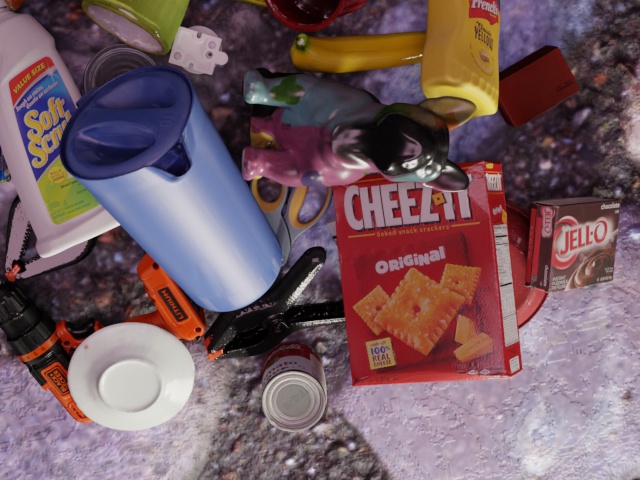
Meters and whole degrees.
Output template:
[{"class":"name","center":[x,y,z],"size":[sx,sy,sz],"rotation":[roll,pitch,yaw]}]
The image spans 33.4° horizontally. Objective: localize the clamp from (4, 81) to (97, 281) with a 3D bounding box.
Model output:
[{"class":"clamp","center":[-0.248,-0.036,1.110],"size":[0.164,0.036,0.210],"rotation":[33,95,-7]}]

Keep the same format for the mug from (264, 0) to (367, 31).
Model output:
[{"class":"mug","center":[0.011,-0.255,1.012],"size":[0.117,0.081,0.093],"rotation":[-21,97,33]}]

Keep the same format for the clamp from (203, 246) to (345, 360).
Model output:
[{"class":"clamp","center":[-0.047,0.070,1.110],"size":[0.171,0.039,0.120],"rotation":[-23,131,-2]}]

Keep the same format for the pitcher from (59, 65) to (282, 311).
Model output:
[{"class":"pitcher","center":[-0.135,-0.043,1.018],"size":[0.145,0.149,0.242],"rotation":[-12,140,17]}]

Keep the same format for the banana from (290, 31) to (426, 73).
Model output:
[{"class":"banana","center":[0.043,-0.187,1.061],"size":[0.197,0.070,0.037],"rotation":[-10,99,-34]}]

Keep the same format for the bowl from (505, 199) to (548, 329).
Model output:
[{"class":"bowl","center":[0.173,0.036,1.128],"size":[0.162,0.055,0.162],"rotation":[0,101,-2]}]

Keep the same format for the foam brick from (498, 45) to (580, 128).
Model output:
[{"class":"foam brick","center":[0.216,-0.158,1.092],"size":[0.078,0.051,0.053],"rotation":[-30,101,4]}]

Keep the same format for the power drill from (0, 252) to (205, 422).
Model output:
[{"class":"power drill","center":[-0.229,0.082,1.112],"size":[0.188,0.057,0.184],"rotation":[-30,115,6]}]

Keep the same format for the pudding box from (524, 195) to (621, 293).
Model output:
[{"class":"pudding box","center":[0.261,0.002,1.103],"size":[0.113,0.039,0.090],"rotation":[-8,106,-42]}]

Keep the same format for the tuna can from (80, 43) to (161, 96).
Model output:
[{"class":"tuna can","center":[-0.198,-0.154,1.076],"size":[0.086,0.034,0.086],"rotation":[1,85,-15]}]

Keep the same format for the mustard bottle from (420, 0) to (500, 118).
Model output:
[{"class":"mustard bottle","center":[0.142,-0.224,1.050],"size":[0.096,0.058,0.191],"rotation":[23,66,-45]}]

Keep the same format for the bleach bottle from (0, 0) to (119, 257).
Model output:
[{"class":"bleach bottle","center":[-0.278,-0.117,1.042],"size":[0.102,0.068,0.251],"rotation":[-27,97,-22]}]

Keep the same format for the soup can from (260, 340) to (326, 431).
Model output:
[{"class":"soup can","center":[-0.029,0.152,1.120],"size":[0.068,0.102,0.068],"rotation":[0,101,-2]}]

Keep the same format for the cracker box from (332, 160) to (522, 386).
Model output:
[{"class":"cracker box","center":[0.105,0.034,1.068],"size":[0.164,0.072,0.214],"rotation":[-6,90,23]}]

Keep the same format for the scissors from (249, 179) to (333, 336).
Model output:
[{"class":"scissors","center":[-0.057,0.001,1.133],"size":[0.096,0.016,0.202],"rotation":[30,103,-4]}]
